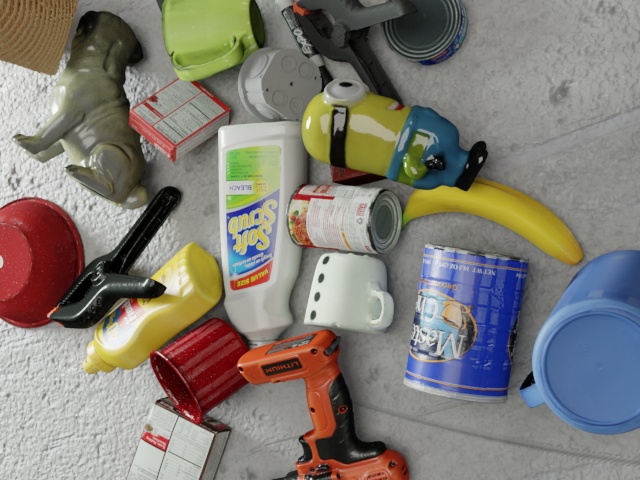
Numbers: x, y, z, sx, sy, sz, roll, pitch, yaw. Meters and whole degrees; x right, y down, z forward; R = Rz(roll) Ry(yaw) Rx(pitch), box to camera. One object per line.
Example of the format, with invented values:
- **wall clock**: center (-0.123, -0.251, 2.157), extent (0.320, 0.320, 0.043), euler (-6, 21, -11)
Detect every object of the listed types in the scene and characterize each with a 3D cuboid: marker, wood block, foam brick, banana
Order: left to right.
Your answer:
- **wood block**: center (-0.358, -0.253, 1.210), extent (0.206, 0.090, 0.090), euler (27, 101, 56)
- **marker**: center (-0.016, -0.213, 1.160), extent (0.020, 0.020, 0.121), euler (-30, 77, 19)
- **foam brick**: center (0.038, -0.100, 1.118), extent (0.053, 0.051, 0.078), euler (-11, 84, 23)
- **banana**: center (0.170, -0.027, 1.072), extent (0.198, 0.037, 0.070), euler (13, 122, 25)

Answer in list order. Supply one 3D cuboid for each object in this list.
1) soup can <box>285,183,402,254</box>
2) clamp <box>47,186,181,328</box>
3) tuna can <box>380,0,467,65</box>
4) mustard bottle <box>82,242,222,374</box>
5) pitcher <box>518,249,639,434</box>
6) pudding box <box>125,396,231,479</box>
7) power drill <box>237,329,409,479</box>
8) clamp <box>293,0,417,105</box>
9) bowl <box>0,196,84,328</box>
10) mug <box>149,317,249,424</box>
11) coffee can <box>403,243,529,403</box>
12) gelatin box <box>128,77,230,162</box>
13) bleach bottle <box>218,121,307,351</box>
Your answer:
- **soup can**: center (0.025, -0.023, 1.103), extent (0.102, 0.068, 0.068), euler (5, 90, 33)
- **clamp**: center (-0.233, 0.047, 1.198), extent (0.210, 0.036, 0.164), euler (-39, 31, 23)
- **tuna can**: center (0.108, -0.225, 1.102), extent (0.086, 0.033, 0.086), euler (-1, 88, 22)
- **mustard bottle**: center (-0.195, 0.089, 1.191), extent (0.192, 0.058, 0.096), euler (-39, 32, 18)
- **pitcher**: center (0.248, 0.092, 0.922), extent (0.145, 0.242, 0.149), euler (13, 100, 20)
- **pudding box**: center (-0.161, 0.245, 1.198), extent (0.090, 0.039, 0.113), euler (22, 99, 21)
- **power drill**: center (-0.019, 0.197, 1.108), extent (0.185, 0.057, 0.187), euler (-18, 100, 18)
- **clamp**: center (0.035, -0.206, 1.111), extent (0.172, 0.039, 0.120), euler (31, 125, 45)
- **bowl**: center (-0.366, 0.026, 1.279), extent (0.162, 0.055, 0.162), euler (-1, 88, 23)
- **mug**: center (-0.129, 0.137, 1.157), extent (0.093, 0.081, 0.117), euler (61, 154, -11)
- **coffee can**: center (0.142, 0.079, 1.042), extent (0.103, 0.102, 0.140), euler (9, 92, 22)
- **gelatin box**: center (-0.156, -0.136, 1.185), extent (0.073, 0.030, 0.089), euler (39, 59, 19)
- **bleach bottle**: center (-0.058, 0.001, 1.150), extent (0.103, 0.068, 0.251), euler (-2, 90, 22)
